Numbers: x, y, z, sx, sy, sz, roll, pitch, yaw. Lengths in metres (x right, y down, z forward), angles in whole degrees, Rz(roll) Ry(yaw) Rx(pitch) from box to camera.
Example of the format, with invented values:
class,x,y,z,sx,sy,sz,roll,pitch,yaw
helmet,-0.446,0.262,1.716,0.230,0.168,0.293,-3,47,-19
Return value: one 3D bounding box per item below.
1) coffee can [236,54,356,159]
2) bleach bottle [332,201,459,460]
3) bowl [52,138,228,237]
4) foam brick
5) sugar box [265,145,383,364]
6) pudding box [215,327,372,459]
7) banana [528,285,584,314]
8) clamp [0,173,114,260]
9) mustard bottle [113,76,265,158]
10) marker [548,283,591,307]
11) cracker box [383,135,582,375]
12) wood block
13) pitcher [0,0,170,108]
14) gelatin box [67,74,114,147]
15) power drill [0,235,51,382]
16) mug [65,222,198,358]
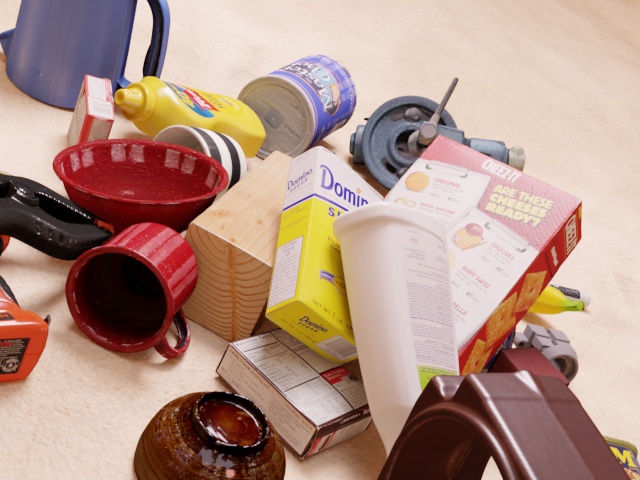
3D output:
class,x,y,z,sx,sy,sz,roll,pitch,yaw
coffee can,-0.028,-0.163,1.294,0.103,0.103,0.140,31,29,11
bleach bottle,0.069,0.101,0.860,0.102,0.068,0.251,14,64,-44
bowl,-0.167,-0.043,0.991,0.162,0.055,0.162,7,23,-3
foam brick,0.179,0.143,0.974,0.052,0.078,0.051,0,36,-38
sugar box,0.008,0.010,0.926,0.093,0.048,0.176,38,44,-33
pudding box,-0.018,0.123,0.895,0.114,0.039,0.089,39,31,27
banana,0.191,0.038,1.177,0.198,0.070,0.037,22,63,3
clamp,-0.245,-0.023,0.846,0.209,0.036,0.165,27,15,-43
mustard bottle,-0.150,-0.138,1.162,0.096,0.058,0.191,43,20,30
marker,0.259,0.057,1.241,0.121,0.020,0.020,14,30,-19
cracker box,0.119,0.022,0.998,0.164,0.072,0.213,29,67,30
wood block,-0.056,0.001,1.012,0.090,0.091,0.205,29,29,6
pitcher,-0.246,-0.270,1.154,0.149,0.243,0.145,-5,43,-33
gelatin box,-0.233,-0.116,1.086,0.030,0.073,0.089,12,31,-22
power drill,-0.301,0.029,0.807,0.184,0.057,0.188,-1,38,-40
mug,-0.145,0.044,0.888,0.117,0.093,0.081,56,23,-9
